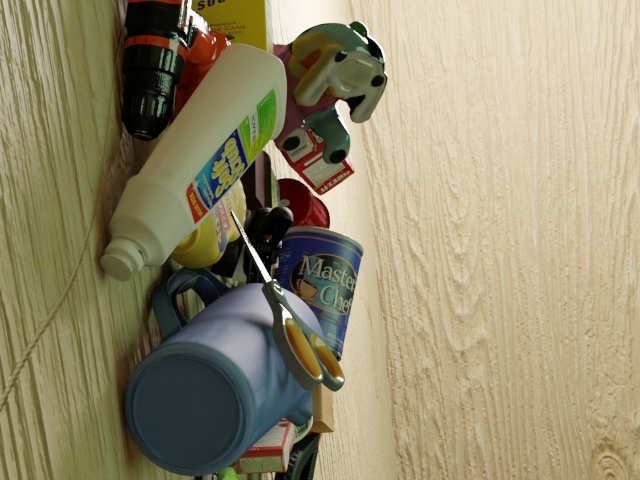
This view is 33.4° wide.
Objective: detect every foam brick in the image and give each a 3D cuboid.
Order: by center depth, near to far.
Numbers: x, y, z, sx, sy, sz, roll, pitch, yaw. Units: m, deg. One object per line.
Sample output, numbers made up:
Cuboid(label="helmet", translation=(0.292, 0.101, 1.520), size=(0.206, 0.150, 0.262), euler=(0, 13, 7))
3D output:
Cuboid(label="foam brick", translation=(-0.094, -0.076, 1.216), size=(0.051, 0.053, 0.078), euler=(60, 26, -72))

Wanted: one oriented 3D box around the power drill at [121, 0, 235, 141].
Cuboid(label="power drill", translation=(-0.129, -0.158, 0.975), size=(0.187, 0.057, 0.184), euler=(62, 35, -75))

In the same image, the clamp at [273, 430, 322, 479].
Cuboid(label="clamp", translation=(-0.045, 0.311, 1.255), size=(0.164, 0.036, 0.210), euler=(72, 31, -54))

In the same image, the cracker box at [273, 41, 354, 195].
Cuboid(label="cracker box", translation=(-0.031, -0.160, 1.436), size=(0.164, 0.072, 0.213), euler=(59, 5, 11))

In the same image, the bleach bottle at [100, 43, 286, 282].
Cuboid(label="bleach bottle", translation=(-0.108, -0.057, 0.895), size=(0.103, 0.068, 0.250), euler=(97, 17, -49))

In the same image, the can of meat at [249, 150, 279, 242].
Cuboid(label="can of meat", translation=(-0.080, -0.048, 1.289), size=(0.084, 0.057, 0.102), euler=(65, 21, -72))

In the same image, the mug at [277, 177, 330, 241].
Cuboid(label="mug", translation=(-0.035, -0.025, 1.451), size=(0.117, 0.093, 0.081), euler=(65, 5, 22))

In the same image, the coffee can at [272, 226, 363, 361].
Cuboid(label="coffee can", translation=(-0.011, 0.066, 1.288), size=(0.103, 0.103, 0.140), euler=(66, 34, -67))

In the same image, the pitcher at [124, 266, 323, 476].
Cuboid(label="pitcher", translation=(-0.088, 0.111, 0.937), size=(0.242, 0.149, 0.145), euler=(-29, 128, -78))

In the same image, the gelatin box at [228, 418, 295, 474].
Cuboid(label="gelatin box", translation=(-0.068, 0.218, 1.146), size=(0.089, 0.073, 0.030), euler=(-71, 156, -73))

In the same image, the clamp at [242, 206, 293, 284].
Cuboid(label="clamp", translation=(-0.057, 0.001, 1.116), size=(0.171, 0.039, 0.120), euler=(-108, -141, -67))

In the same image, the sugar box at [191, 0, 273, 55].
Cuboid(label="sugar box", translation=(-0.098, -0.226, 1.133), size=(0.048, 0.093, 0.176), euler=(49, 36, -76))

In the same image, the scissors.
Cuboid(label="scissors", translation=(-0.029, 0.060, 0.958), size=(0.096, 0.016, 0.202), euler=(39, 19, -42))

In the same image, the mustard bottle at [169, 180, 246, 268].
Cuboid(label="mustard bottle", translation=(-0.117, -0.026, 0.996), size=(0.191, 0.058, 0.096), euler=(-63, 140, -74))
